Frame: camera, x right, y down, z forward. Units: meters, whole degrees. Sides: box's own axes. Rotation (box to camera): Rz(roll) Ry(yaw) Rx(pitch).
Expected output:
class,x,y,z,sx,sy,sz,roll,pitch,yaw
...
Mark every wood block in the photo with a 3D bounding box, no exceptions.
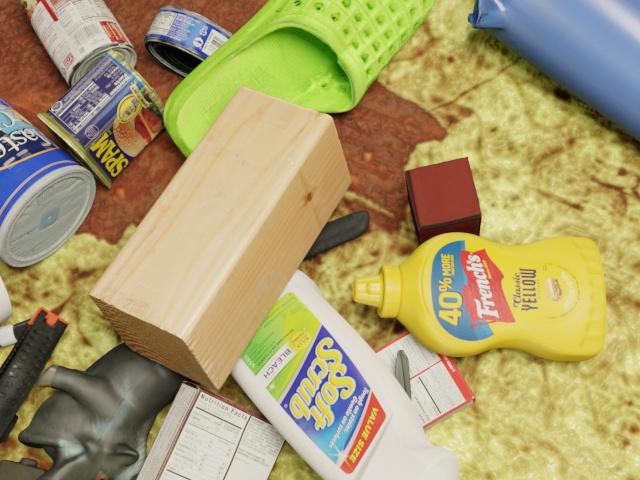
class,x,y,z,sx,sy,sz,roll,pitch,yaw
wood block,-0.070,-0.004,0.814,0.090,0.091,0.206,21,65,25

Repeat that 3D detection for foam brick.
class,x,y,z,sx,sy,sz,roll,pitch,yaw
foam brick,0.099,-0.027,0.861,0.051,0.078,0.053,-13,75,4

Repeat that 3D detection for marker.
class,x,y,z,sx,sy,sz,roll,pitch,yaw
marker,-0.291,0.088,0.914,0.121,0.020,0.020,-16,73,3

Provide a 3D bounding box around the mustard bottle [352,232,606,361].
class,x,y,z,sx,sy,sz,roll,pitch,yaw
mustard bottle,0.120,0.042,0.827,0.191,0.058,0.096,3,74,-6

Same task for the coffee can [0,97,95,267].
class,x,y,z,sx,sy,sz,roll,pitch,yaw
coffee can,-0.277,-0.060,0.910,0.140,0.103,0.103,39,83,16

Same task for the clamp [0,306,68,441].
class,x,y,z,sx,sy,sz,roll,pitch,yaw
clamp,-0.262,0.146,0.840,0.036,0.165,0.210,34,71,-15

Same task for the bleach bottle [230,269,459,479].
class,x,y,z,sx,sy,sz,roll,pitch,yaw
bleach bottle,0.024,0.124,0.781,0.102,0.068,0.251,-45,47,-6

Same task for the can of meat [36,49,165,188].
class,x,y,z,sx,sy,sz,roll,pitch,yaw
can of meat,-0.181,-0.103,0.910,0.057,0.102,0.084,40,81,17

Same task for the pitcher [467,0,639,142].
class,x,y,z,sx,sy,sz,roll,pitch,yaw
pitcher,0.254,-0.167,0.859,0.243,0.144,0.149,42,108,13

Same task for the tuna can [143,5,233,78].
class,x,y,z,sx,sy,sz,roll,pitch,yaw
tuna can,-0.109,-0.166,0.925,0.086,0.086,0.033,23,80,13

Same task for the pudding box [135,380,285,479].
class,x,y,z,sx,sy,sz,roll,pitch,yaw
pudding box,-0.088,0.178,0.827,0.090,0.039,0.113,31,76,-25

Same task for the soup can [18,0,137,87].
class,x,y,z,sx,sy,sz,roll,pitch,yaw
soup can,-0.217,-0.190,0.956,0.068,0.068,0.102,-33,73,-2

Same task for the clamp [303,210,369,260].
class,x,y,z,sx,sy,sz,roll,pitch,yaw
clamp,-0.056,0.001,0.897,0.171,0.039,0.120,-41,62,-8

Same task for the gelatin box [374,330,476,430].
class,x,y,z,sx,sy,sz,roll,pitch,yaw
gelatin box,0.067,0.118,0.850,0.089,0.030,0.073,-31,73,1
